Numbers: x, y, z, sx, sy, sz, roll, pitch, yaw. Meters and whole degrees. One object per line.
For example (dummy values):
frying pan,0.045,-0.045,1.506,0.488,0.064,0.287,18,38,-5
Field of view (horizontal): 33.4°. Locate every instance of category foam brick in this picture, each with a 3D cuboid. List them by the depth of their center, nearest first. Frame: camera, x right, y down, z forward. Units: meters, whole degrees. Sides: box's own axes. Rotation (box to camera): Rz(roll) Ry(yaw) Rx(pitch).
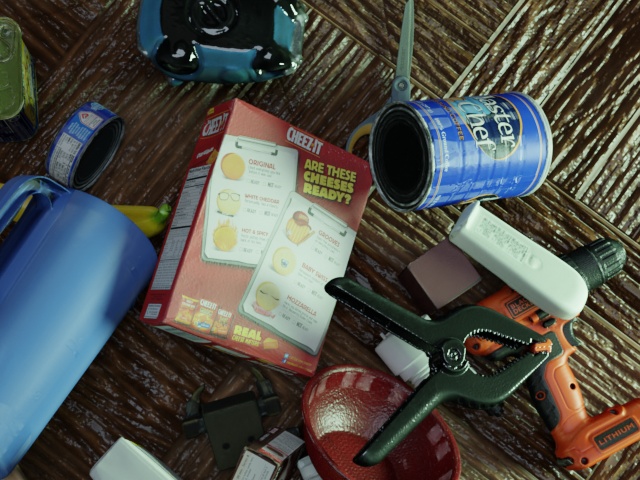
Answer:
foam brick,0.112,0.036,1.016,0.053,0.078,0.051,-33,83,-8

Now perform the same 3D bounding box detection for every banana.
banana,-0.228,-0.027,1.021,0.198,0.069,0.037,5,53,11

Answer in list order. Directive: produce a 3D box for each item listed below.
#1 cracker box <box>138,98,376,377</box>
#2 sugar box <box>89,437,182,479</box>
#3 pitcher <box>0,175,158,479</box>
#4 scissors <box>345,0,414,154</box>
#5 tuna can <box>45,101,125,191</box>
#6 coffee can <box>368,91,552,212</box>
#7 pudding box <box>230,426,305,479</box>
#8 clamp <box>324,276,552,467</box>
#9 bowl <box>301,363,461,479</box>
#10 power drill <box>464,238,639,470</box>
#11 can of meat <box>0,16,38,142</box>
cracker box,-0.056,0.001,0.989,0.164,0.072,0.213,23,76,-29
sugar box,-0.144,0.217,0.918,0.093,0.176,0.048,40,79,5
pitcher,-0.258,0.072,0.918,0.149,0.145,0.242,32,56,-6
scissors,0.064,-0.146,1.083,0.096,0.016,0.202,-8,79,-4
tuna can,-0.226,-0.090,1.024,0.034,0.086,0.086,32,79,5
coffee can,0.131,-0.085,1.004,0.140,0.103,0.103,-8,78,-29
pudding box,-0.059,0.229,0.947,0.039,0.090,0.113,23,98,12
clamp,0.104,0.096,0.945,0.209,0.036,0.164,-11,77,-21
bowl,0.045,0.189,0.968,0.162,0.162,0.055,33,121,4
power drill,0.246,0.109,1.018,0.184,0.057,0.188,-29,78,-4
can of meat,-0.309,-0.153,1.034,0.057,0.084,0.102,-5,79,-3
